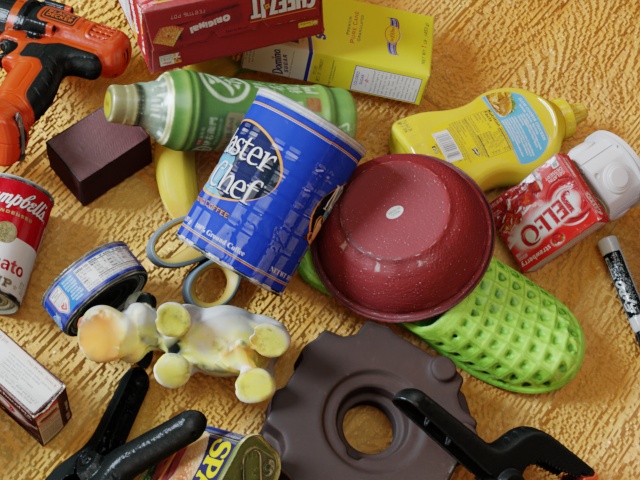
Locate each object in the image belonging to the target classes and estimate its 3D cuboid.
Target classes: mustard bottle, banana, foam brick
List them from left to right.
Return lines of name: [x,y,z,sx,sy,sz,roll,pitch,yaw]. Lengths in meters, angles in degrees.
foam brick: [-0.196,-0.079,0.952,0.078,0.053,0.051,-36,76,-21]
banana: [-0.116,-0.103,0.982,0.069,0.037,0.197,18,65,1]
mustard bottle: [0.167,-0.094,1.005,0.191,0.058,0.096,-20,67,-15]

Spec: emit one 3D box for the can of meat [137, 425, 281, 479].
can of meat: [-0.092,0.192,0.825,0.084,0.057,0.102,6,57,40]

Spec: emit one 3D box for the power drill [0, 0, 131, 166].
power drill: [-0.284,-0.154,0.943,0.184,0.057,0.187,17,45,9]

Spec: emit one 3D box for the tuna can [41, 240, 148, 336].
tuna can: [-0.185,0.041,0.883,0.086,0.086,0.034,-36,77,-21]

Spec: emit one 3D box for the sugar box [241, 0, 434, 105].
sugar box: [0.018,-0.191,1.026,0.176,0.048,0.093,12,49,-5]

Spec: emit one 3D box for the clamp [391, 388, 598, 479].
clamp: [0.136,0.187,0.842,0.209,0.036,0.164,-6,89,-34]

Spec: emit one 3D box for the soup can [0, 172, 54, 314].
soup can: [-0.271,0.003,0.898,0.068,0.068,0.102,12,66,-2]

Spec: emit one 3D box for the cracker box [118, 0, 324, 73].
cracker box: [-0.109,-0.256,0.990,0.164,0.072,0.214,-16,45,-13]

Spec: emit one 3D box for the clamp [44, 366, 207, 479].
clamp: [-0.173,0.173,0.838,0.171,0.120,0.039,-41,117,-8]

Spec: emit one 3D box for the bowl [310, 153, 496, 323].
bowl: [0.066,-0.015,0.900,0.162,0.055,0.162,-5,65,10]

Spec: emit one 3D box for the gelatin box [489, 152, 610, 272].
gelatin box: [0.204,-0.025,0.966,0.030,0.089,0.073,-1,58,-56]

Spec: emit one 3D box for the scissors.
scissors: [-0.056,0.001,0.954,0.201,0.016,0.096,-16,87,-26]

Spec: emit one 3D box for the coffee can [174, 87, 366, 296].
coffee can: [-0.041,-0.039,0.877,0.103,0.103,0.140,30,89,6]

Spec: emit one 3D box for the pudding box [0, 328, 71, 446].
pudding box: [-0.250,0.105,0.843,0.113,0.090,0.039,37,66,9]
